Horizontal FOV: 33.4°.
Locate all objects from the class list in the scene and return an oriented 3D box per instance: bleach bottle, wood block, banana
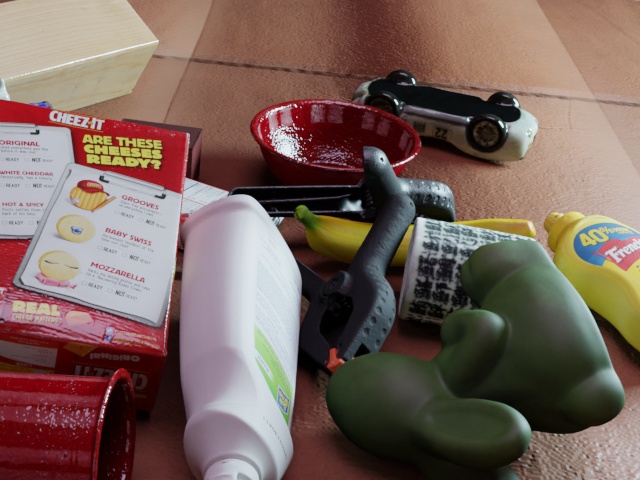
[{"bbox_3d":[-0.055,0.073,0.682,0.068,0.102,0.251,-25,27,13],"label":"bleach bottle"},{"bbox_3d":[-0.280,-0.184,1.079,0.205,0.090,0.091,-27,74,-45],"label":"wood block"},{"bbox_3d":[0.073,0.000,0.877,0.197,0.037,0.070,2,-14,-7],"label":"banana"}]

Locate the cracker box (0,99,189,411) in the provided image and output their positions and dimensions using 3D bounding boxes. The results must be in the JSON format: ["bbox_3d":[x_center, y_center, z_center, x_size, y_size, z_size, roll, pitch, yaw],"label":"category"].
[{"bbox_3d":[-0.181,0.004,0.729,0.164,0.072,0.213,10,43,-11],"label":"cracker box"}]

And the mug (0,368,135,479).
[{"bbox_3d":[-0.152,0.111,0.606,0.081,0.093,0.117,3,25,3],"label":"mug"}]

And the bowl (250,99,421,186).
[{"bbox_3d":[0.012,-0.079,1.013,0.162,0.055,0.162,5,29,-3],"label":"bowl"}]

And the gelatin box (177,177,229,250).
[{"bbox_3d":[-0.111,-0.022,0.912,0.089,0.030,0.073,19,30,21],"label":"gelatin box"}]

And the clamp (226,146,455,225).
[{"bbox_3d":[0.037,-0.033,0.900,0.165,0.036,0.209,-10,-14,37],"label":"clamp"}]

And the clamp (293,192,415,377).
[{"bbox_3d":[0.012,0.043,0.785,0.039,0.120,0.171,41,37,-21],"label":"clamp"}]
